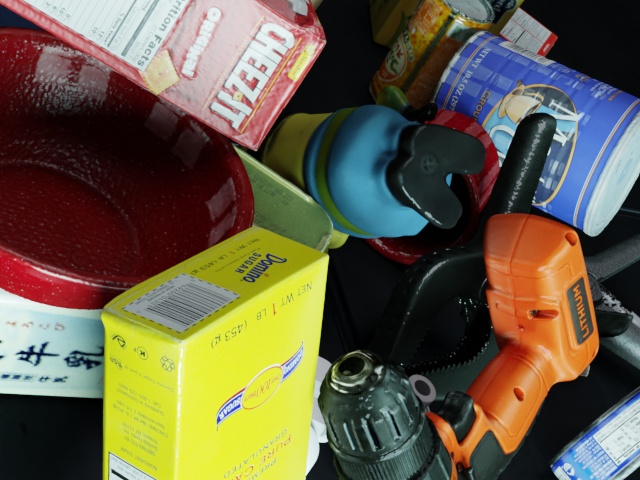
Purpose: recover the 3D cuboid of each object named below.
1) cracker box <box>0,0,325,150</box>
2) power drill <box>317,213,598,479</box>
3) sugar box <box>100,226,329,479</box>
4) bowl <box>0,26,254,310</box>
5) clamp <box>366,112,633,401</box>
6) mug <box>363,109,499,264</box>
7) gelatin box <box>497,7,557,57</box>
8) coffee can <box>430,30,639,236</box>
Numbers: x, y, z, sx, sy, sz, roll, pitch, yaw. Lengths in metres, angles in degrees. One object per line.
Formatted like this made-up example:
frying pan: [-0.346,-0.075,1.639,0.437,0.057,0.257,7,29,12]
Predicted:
cracker box: [-0.106,-0.151,0.524,0.213,0.072,0.164,29,20,-19]
power drill: [0.072,0.073,0.528,0.057,0.184,0.187,14,50,34]
sugar box: [-0.044,0.092,0.438,0.048,0.176,0.093,19,30,30]
bowl: [-0.113,-0.023,0.470,0.162,0.055,0.162,21,38,-17]
clamp: [0.112,0.042,0.668,0.209,0.036,0.164,-42,111,-24]
mug: [0.079,-0.030,0.734,0.117,0.093,0.081,65,32,-13]
gelatin box: [0.174,-0.197,1.012,0.089,0.030,0.073,38,40,2]
coffee can: [0.160,-0.079,0.780,0.140,0.103,0.102,29,35,22]
